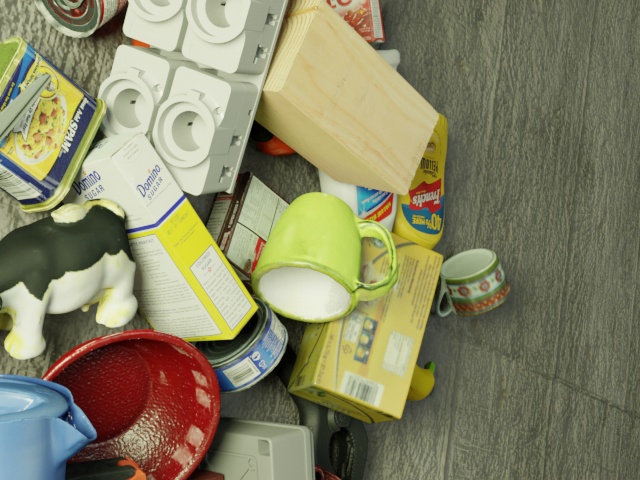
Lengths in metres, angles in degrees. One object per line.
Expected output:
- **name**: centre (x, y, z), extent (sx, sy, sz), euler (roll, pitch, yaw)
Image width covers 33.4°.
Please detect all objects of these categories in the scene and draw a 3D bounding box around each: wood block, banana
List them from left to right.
- **wood block**: centre (0.008, -0.126, 0.941), extent (0.205, 0.091, 0.090), euler (34, 76, -49)
- **banana**: centre (0.077, 0.119, 1.118), extent (0.197, 0.037, 0.069), euler (51, 20, -47)

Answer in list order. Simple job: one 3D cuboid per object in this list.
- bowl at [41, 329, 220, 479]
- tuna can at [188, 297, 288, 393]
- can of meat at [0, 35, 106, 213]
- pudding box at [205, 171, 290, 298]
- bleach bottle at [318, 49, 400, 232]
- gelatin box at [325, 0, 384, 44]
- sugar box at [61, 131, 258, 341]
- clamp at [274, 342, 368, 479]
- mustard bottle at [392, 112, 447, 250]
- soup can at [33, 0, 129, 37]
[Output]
- **bowl**: centre (-0.160, 0.131, 0.816), extent (0.161, 0.055, 0.162), euler (-14, 118, -28)
- **tuna can**: centre (-0.073, 0.090, 0.930), extent (0.033, 0.086, 0.086), euler (56, 49, -31)
- **can of meat**: centre (-0.217, -0.085, 0.782), extent (0.083, 0.058, 0.102), euler (42, 57, -39)
- **pudding box**: centre (-0.057, 0.001, 0.993), extent (0.113, 0.039, 0.090), euler (41, 58, -45)
- **bleach bottle**: centre (0.044, -0.067, 1.102), extent (0.102, 0.068, 0.251), euler (-14, 101, -45)
- **gelatin box**: centre (0.015, -0.225, 1.050), extent (0.030, 0.089, 0.073), euler (-17, 101, -60)
- **sugar box**: centre (-0.132, 0.001, 0.841), extent (0.048, 0.094, 0.176), euler (-48, 119, -40)
- **clamp**: centre (0.001, 0.171, 1.058), extent (0.164, 0.036, 0.210), euler (4, 82, -50)
- **mustard bottle**: centre (0.099, -0.047, 1.173), extent (0.096, 0.058, 0.191), euler (8, 82, -50)
- **soup can**: centre (-0.169, -0.212, 0.838), extent (0.102, 0.069, 0.068), euler (-48, 124, -41)
